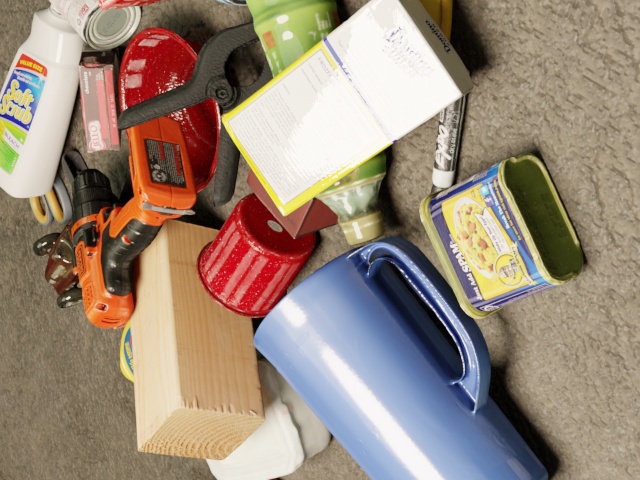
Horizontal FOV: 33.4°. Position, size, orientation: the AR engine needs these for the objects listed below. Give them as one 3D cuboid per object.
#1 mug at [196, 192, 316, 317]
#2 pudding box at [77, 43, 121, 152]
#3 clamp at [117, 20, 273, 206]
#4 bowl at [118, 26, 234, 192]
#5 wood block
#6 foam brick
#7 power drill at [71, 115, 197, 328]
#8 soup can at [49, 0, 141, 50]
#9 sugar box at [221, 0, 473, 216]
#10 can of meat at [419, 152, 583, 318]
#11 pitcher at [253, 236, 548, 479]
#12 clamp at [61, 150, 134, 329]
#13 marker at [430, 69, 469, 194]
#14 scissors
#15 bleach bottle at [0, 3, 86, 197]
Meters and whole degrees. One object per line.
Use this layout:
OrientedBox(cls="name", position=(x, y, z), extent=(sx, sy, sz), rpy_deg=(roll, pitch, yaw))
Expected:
OrientedBox(cls="mug", position=(-0.056, 0.001, 0.986), extent=(0.082, 0.093, 0.117), rpy_deg=(-54, 28, 40))
OrientedBox(cls="pudding box", position=(-0.226, -0.150, 1.103), extent=(0.113, 0.039, 0.090), rpy_deg=(-108, 17, -67))
OrientedBox(cls="clamp", position=(-0.079, -0.117, 0.928), extent=(0.171, 0.039, 0.120), rpy_deg=(-42, 100, 9))
OrientedBox(cls="bowl", position=(-0.126, -0.127, 1.025), extent=(0.162, 0.055, 0.162), rpy_deg=(23, 122, 42))
OrientedBox(cls="wood block", position=(-0.121, 0.093, 1.014), extent=(0.090, 0.090, 0.206), rpy_deg=(-48, 40, 41))
OrientedBox(cls="foam brick", position=(-0.019, -0.050, 0.937), extent=(0.078, 0.051, 0.053), rpy_deg=(50, 138, 23))
OrientedBox(cls="power drill", position=(-0.187, -0.035, 1.022), extent=(0.188, 0.057, 0.184), rpy_deg=(-51, 45, 42))
OrientedBox(cls="soup can", position=(-0.238, -0.251, 1.091), extent=(0.102, 0.068, 0.069), rpy_deg=(48, 136, 24))
OrientedBox(cls="sugar box", position=(0.018, -0.102, 0.792), extent=(0.176, 0.048, 0.093), rpy_deg=(-32, 93, 28))
OrientedBox(cls="can of meat", position=(0.133, -0.004, 0.779), extent=(0.084, 0.057, 0.102), rpy_deg=(-28, 85, 48))
OrientedBox(cls="pitcher", position=(0.071, 0.124, 0.855), extent=(0.243, 0.145, 0.149), rpy_deg=(50, 172, 17))
OrientedBox(cls="clamp", position=(-0.231, -0.002, 1.213), extent=(0.165, 0.036, 0.210), rpy_deg=(1, 103, 49))
OrientedBox(cls="marker", position=(0.097, -0.073, 0.818), extent=(0.020, 0.020, 0.121), rpy_deg=(28, 126, 39))
OrientedBox(cls="scissors", position=(-0.366, -0.105, 1.342), extent=(0.096, 0.016, 0.202), rpy_deg=(-40, 75, 49))
OrientedBox(cls="bleach bottle", position=(-0.322, -0.173, 1.217), extent=(0.103, 0.067, 0.251), rpy_deg=(46, 128, 27))
